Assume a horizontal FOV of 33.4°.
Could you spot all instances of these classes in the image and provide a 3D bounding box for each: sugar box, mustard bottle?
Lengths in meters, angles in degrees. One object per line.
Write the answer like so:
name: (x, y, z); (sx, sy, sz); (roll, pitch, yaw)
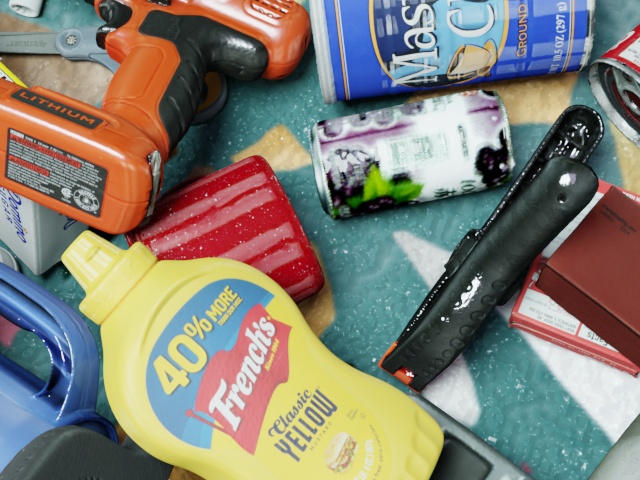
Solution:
sugar box: (-0.201, -0.070, 0.603); (0.176, 0.093, 0.048); (40, 57, 15)
mustard bottle: (-0.040, 0.065, 0.487); (0.191, 0.058, 0.096); (42, 66, -5)

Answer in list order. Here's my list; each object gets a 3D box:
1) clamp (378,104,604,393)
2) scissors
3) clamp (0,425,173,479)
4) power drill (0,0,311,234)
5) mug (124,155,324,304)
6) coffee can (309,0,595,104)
clamp: (0.084, 0.011, 0.521); (0.039, 0.120, 0.172); (35, 106, 8)
scissors: (-0.139, -0.103, 0.644); (0.202, 0.016, 0.096); (-12, 73, 5)
clamp: (-0.081, 0.139, 0.480); (0.036, 0.209, 0.164); (-26, 78, 19)
power drill: (-0.114, -0.101, 0.556); (0.184, 0.057, 0.187); (23, 48, 4)
mug: (-0.054, 0.001, 0.573); (0.081, 0.093, 0.117); (-27, 38, -4)
coffee can: (0.065, -0.132, 0.571); (0.140, 0.103, 0.103); (-7, 74, 3)
